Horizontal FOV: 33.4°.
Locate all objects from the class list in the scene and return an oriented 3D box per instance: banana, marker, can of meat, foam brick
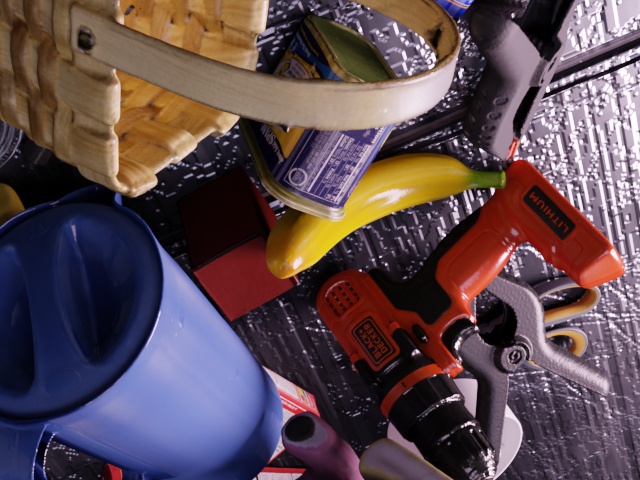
[{"bbox_3d":[0.029,-0.024,0.679,0.197,0.070,0.037,-24,109,-34],"label":"banana"},{"bbox_3d":[-0.143,-0.092,0.627,0.020,0.020,0.121,24,117,-30],"label":"marker"},{"bbox_3d":[0.001,-0.075,0.631,0.057,0.102,0.084,19,116,-28],"label":"can of meat"},{"bbox_3d":[-0.054,0.001,0.687,0.051,0.078,0.053,-29,127,6],"label":"foam brick"}]

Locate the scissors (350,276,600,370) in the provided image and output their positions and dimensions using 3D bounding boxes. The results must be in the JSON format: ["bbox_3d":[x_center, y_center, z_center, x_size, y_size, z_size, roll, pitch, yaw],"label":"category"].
[{"bbox_3d":[0.131,0.089,0.849,0.202,0.016,0.096,-24,127,2],"label":"scissors"}]

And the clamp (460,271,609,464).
[{"bbox_3d":[0.152,0.082,0.813,0.120,0.039,0.171,-26,114,-13],"label":"clamp"}]

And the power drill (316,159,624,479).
[{"bbox_3d":[0.108,0.050,0.719,0.187,0.184,0.057,-40,150,4],"label":"power drill"}]

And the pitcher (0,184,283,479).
[{"bbox_3d":[-0.113,0.092,0.665,0.149,0.145,0.242,-39,148,-2],"label":"pitcher"}]

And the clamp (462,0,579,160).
[{"bbox_3d":[0.129,-0.123,0.638,0.164,0.036,0.210,-52,164,-19],"label":"clamp"}]
